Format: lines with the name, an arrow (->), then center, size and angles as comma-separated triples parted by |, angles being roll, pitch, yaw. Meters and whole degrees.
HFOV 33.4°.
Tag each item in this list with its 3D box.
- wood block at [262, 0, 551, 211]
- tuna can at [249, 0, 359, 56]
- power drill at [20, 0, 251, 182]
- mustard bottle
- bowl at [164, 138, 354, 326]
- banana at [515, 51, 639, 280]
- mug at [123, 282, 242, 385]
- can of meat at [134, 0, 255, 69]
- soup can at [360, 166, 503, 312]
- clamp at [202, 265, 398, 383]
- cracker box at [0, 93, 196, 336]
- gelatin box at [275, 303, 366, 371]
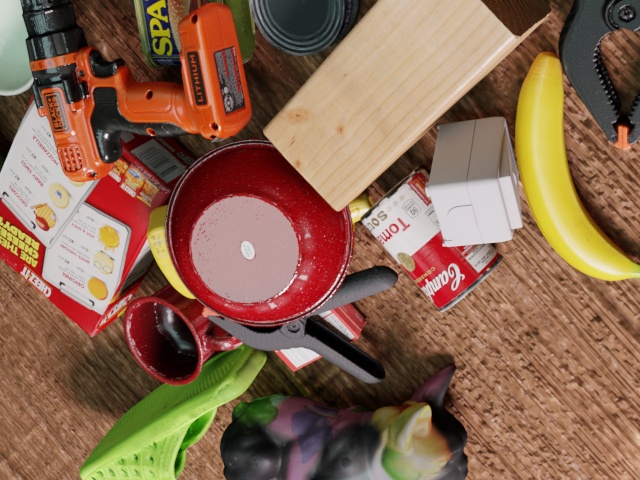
wood block -> 0.063, -0.127, 0.810 | 0.090, 0.090, 0.206 | 47, 126, 2
tuna can -> -0.012, -0.194, 0.856 | 0.086, 0.033, 0.086 | 13, 118, 24
power drill -> -0.157, -0.144, 0.877 | 0.188, 0.057, 0.184 | -3, 109, 28
mustard bottle -> -0.047, -0.009, 0.930 | 0.192, 0.058, 0.096 | -14, 132, 15
bowl -> -0.056, 0.001, 0.866 | 0.162, 0.055, 0.162 | 2, 105, 9
banana -> 0.189, -0.044, 0.816 | 0.070, 0.037, 0.198 | -28, 101, 9
mug -> -0.117, 0.079, 1.014 | 0.117, 0.081, 0.093 | 5, 116, 32
can of meat -> -0.105, -0.195, 0.894 | 0.084, 0.057, 0.102 | 5, 116, 25
soup can -> 0.090, -0.002, 0.870 | 0.102, 0.068, 0.069 | 49, 127, 1
clamp -> -0.014, 0.058, 0.924 | 0.171, 0.039, 0.120 | 14, 117, -2
cracker box -> -0.226, -0.038, 1.030 | 0.164, 0.072, 0.214 | 40, 127, 7
gelatin box -> -0.014, 0.072, 0.979 | 0.089, 0.030, 0.073 | -31, 108, 35
